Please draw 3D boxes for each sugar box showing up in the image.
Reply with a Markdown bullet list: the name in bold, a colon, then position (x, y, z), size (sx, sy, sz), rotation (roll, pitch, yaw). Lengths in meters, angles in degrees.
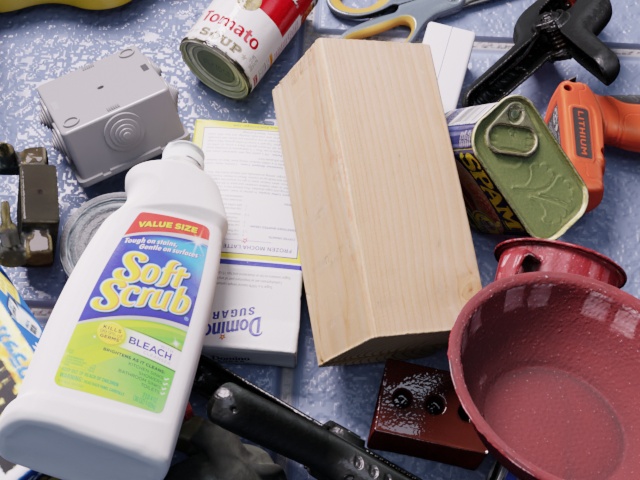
- **sugar box**: position (-0.055, 0.001, 0.777), size (0.093, 0.048, 0.176), rotation (5, 70, 1)

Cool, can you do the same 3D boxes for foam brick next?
- **foam brick**: position (0.075, 0.118, 0.723), size (0.078, 0.051, 0.053), rotation (11, 66, 4)

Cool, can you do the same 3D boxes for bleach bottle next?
- **bleach bottle**: position (-0.119, 0.030, 0.680), size (0.102, 0.068, 0.250), rotation (21, 49, -14)

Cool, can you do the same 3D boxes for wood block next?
- **wood block**: position (0.037, -0.026, 0.737), size (0.090, 0.090, 0.206), rotation (-2, 72, -26)

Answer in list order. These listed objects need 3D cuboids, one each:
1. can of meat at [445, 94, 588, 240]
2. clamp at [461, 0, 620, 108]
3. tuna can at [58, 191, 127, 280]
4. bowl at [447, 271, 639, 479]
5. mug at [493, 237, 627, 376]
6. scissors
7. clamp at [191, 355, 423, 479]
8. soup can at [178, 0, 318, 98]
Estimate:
- **can of meat**: position (0.127, -0.050, 0.759), size (0.057, 0.084, 0.102), rotation (-42, 106, -16)
- **clamp**: position (0.188, -0.155, 0.816), size (0.120, 0.039, 0.171), rotation (1, 43, 37)
- **tuna can**: position (-0.146, 0.009, 0.778), size (0.086, 0.034, 0.086), rotation (0, 66, -1)
- **bowl**: position (0.148, 0.095, 0.631), size (0.162, 0.055, 0.162), rotation (6, 46, -7)
- **mug**: position (0.150, 0.049, 0.725), size (0.093, 0.117, 0.081), rotation (4, 68, 35)
- **scissors**: position (0.091, -0.209, 0.886), size (0.201, 0.016, 0.096), rotation (-31, 70, -13)
- **clamp**: position (0.001, 0.134, 0.690), size (0.209, 0.165, 0.036), rotation (31, 85, -18)
- **soup can**: position (-0.056, -0.171, 0.840), size (0.068, 0.068, 0.102), rotation (30, 70, 12)
